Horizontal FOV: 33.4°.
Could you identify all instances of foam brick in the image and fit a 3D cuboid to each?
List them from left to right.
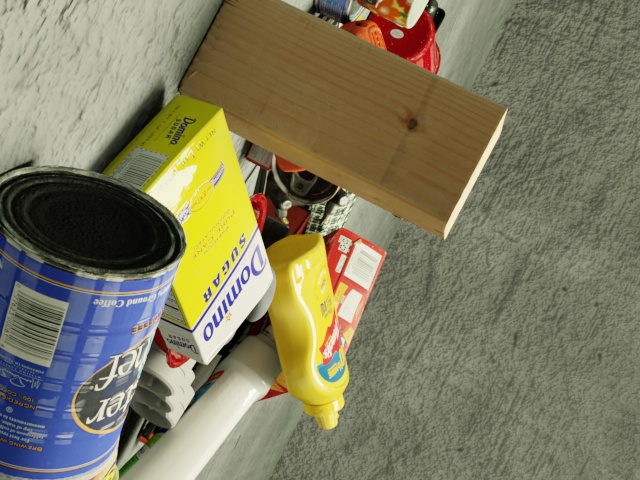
[{"bbox_3d":[-0.050,-0.004,1.179,0.053,0.051,0.078,-57,170,-42],"label":"foam brick"}]

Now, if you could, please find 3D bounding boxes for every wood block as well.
[{"bbox_3d":[0.017,-0.090,0.758,0.091,0.206,0.090,-62,172,-3],"label":"wood block"}]

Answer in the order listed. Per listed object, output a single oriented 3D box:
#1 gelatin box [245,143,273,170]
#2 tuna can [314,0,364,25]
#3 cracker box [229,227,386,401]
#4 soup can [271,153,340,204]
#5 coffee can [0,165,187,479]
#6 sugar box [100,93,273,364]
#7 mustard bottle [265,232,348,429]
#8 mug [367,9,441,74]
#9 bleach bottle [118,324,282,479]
[{"bbox_3d":[-0.032,-0.113,1.013,0.089,0.030,0.073,-65,171,14],"label":"gelatin box"},{"bbox_3d":[0.029,-0.240,0.971,0.086,0.034,0.086,-61,172,-16],"label":"tuna can"},{"bbox_3d":[-0.029,0.088,1.224,0.214,0.072,0.164,-26,-143,60],"label":"cracker box"},{"bbox_3d":[0.005,-0.083,0.991,0.102,0.068,0.069,-47,163,-57],"label":"soup can"},{"bbox_3d":[-0.140,0.046,0.568,0.140,0.103,0.102,-67,171,26],"label":"coffee can"},{"bbox_3d":[-0.088,-0.003,0.738,0.093,0.048,0.176,-52,145,-29],"label":"sugar box"},{"bbox_3d":[-0.011,0.096,1.041,0.096,0.058,0.191,-51,132,-65],"label":"mustard bottle"},{"bbox_3d":[0.092,-0.238,1.243,0.081,0.093,0.117,63,23,-74],"label":"mug"},{"bbox_3d":[-0.117,0.183,1.065,0.250,0.068,0.103,-49,-176,-13],"label":"bleach bottle"}]
